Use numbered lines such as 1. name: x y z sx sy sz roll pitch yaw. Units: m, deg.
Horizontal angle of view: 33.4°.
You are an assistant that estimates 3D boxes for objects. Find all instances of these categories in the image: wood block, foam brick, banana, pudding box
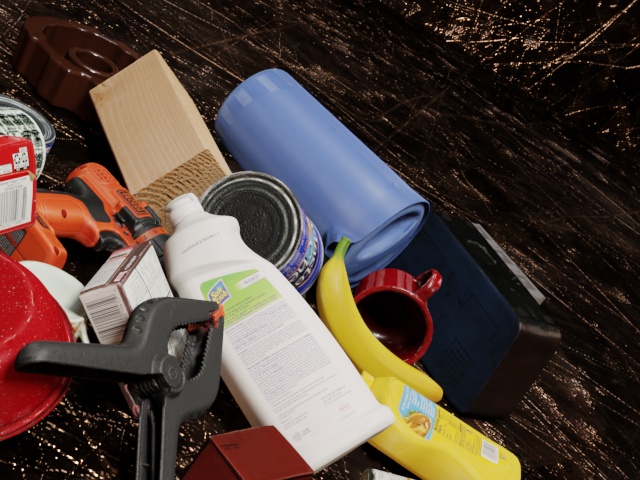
1. wood block: -0.163 -0.099 1.119 0.090 0.091 0.206 55 2 -43
2. foam brick: -0.055 0.176 0.788 0.053 0.051 0.078 46 24 29
3. banana: 0.049 0.096 1.062 0.198 0.069 0.037 59 -1 -13
4. pudding box: -0.139 0.069 0.836 0.090 0.039 0.113 -73 146 -68

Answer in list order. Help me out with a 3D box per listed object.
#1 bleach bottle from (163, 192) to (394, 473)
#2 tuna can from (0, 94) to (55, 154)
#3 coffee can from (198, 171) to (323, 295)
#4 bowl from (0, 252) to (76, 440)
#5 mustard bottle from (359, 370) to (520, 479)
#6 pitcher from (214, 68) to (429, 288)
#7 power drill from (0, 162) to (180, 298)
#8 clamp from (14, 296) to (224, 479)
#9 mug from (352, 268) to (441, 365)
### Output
1. bleach bottle: -0.048 0.068 0.877 0.102 0.068 0.251 -28 77 -19
2. tuna can: -0.305 -0.107 1.046 0.086 0.034 0.086 29 22 -13
3. coffee can: -0.057 0.001 1.012 0.103 0.103 0.140 40 -4 13
4. bowl: -0.238 0.054 0.703 0.162 0.055 0.162 12 44 -12
5. mustard bottle: 0.091 0.178 0.981 0.191 0.058 0.096 34 20 -1
6. pitcher: 0.001 -0.075 1.180 0.243 0.145 0.149 48 -11 19
7. power drill: -0.201 0.003 0.929 0.184 0.057 0.187 44 19 19
8. clamp: -0.115 0.110 0.754 0.164 0.036 0.209 66 27 -9
9. mug: 0.080 0.071 1.120 0.093 0.117 0.081 44 16 -8
